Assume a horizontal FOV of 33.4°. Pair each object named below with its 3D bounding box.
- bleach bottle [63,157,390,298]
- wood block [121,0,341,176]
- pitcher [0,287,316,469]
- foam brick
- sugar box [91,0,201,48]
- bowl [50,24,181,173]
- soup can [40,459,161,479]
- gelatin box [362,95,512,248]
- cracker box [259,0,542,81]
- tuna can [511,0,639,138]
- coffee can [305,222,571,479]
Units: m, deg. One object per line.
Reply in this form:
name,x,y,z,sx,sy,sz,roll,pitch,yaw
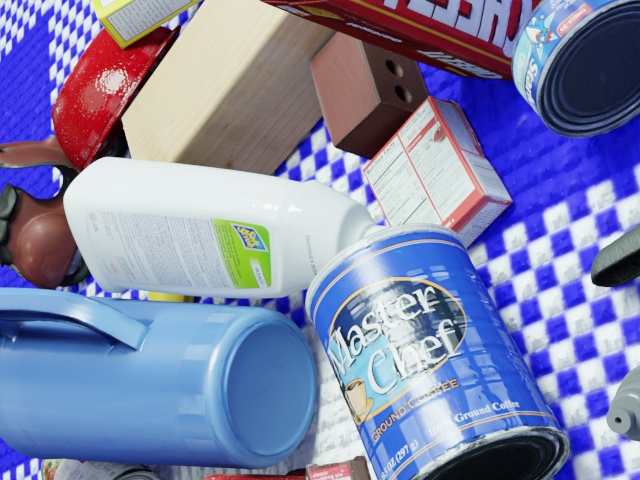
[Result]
bleach bottle,-0.055,0.001,0.717,0.251,0.102,0.068,8,42,33
wood block,-0.054,-0.120,0.798,0.206,0.090,0.091,-47,48,33
pitcher,-0.131,0.097,0.775,0.243,0.148,0.145,-4,93,39
foam brick,0.034,-0.100,0.715,0.051,0.052,0.078,-40,53,37
sugar box,-0.106,-0.238,0.865,0.176,0.048,0.093,-28,53,5
bowl,-0.185,-0.132,0.923,0.162,0.055,0.162,-56,9,14
soup can,-0.180,0.203,0.885,0.102,0.068,0.068,18,95,50
gelatin box,0.072,-0.035,0.671,0.073,0.030,0.089,-49,48,33
cracker box,0.072,-0.216,0.611,0.072,0.163,0.214,18,94,53
tuna can,0.143,-0.097,0.556,0.086,0.086,0.034,-54,43,27
coffee can,0.062,0.075,0.597,0.103,0.102,0.140,-49,47,31
